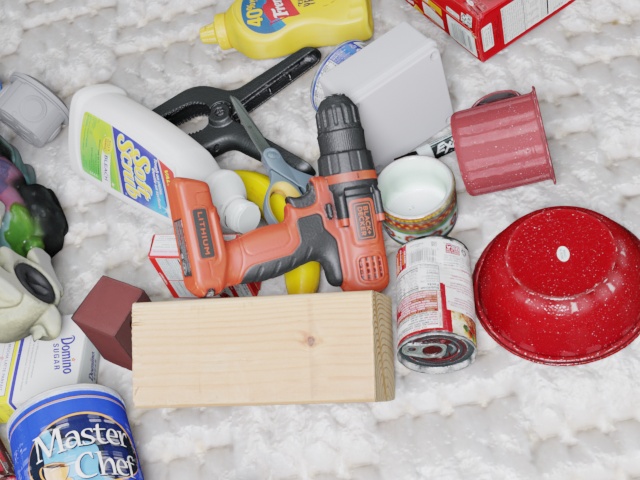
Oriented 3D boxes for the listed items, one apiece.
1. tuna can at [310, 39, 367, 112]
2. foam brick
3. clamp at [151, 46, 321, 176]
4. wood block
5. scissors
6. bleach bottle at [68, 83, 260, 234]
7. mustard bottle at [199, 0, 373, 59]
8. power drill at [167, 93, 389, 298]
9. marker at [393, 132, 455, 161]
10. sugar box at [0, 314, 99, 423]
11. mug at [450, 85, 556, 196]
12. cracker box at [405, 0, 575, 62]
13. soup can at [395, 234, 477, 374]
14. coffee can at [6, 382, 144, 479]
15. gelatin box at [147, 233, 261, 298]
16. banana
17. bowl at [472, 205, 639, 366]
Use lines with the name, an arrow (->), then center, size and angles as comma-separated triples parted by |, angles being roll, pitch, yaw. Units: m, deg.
tuna can -> 0.032, -0.157, 1.078 | 0.086, 0.086, 0.034 | -43, 57, -15
foam brick -> -0.181, 0.078, 0.981 | 0.051, 0.078, 0.053 | 17, 62, 28
clamp -> -0.095, -0.118, 1.119 | 0.210, 0.036, 0.164 | -11, 57, 9
wood block -> -0.047, 0.094, 0.905 | 0.206, 0.090, 0.091 | -3, 82, 14
scissors -> -0.028, -0.074, 1.044 | 0.096, 0.016, 0.202 | 0, 47, -18
bleach bottle -> -0.151, -0.071, 1.046 | 0.067, 0.103, 0.251 | -15, 31, -43
mustard bottle -> -0.040, -0.245, 1.178 | 0.192, 0.058, 0.096 | -10, 53, 10
power drill -> -0.035, -0.031, 0.937 | 0.187, 0.057, 0.184 | -9, 87, -17
marker -> 0.125, -0.095, 1.049 | 0.121, 0.020, 0.020 | -25, 53, -2
sugar box -> -0.298, 0.124, 1.004 | 0.176, 0.048, 0.093 | -4, 53, 9
mug -> 0.168, -0.097, 0.996 | 0.081, 0.093, 0.117 | -13, 49, 13
cracker box -> 0.201, -0.308, 1.143 | 0.213, 0.072, 0.164 | -35, 54, -10
soup can -> 0.098, 0.055, 0.921 | 0.068, 0.068, 0.102 | -7, 54, 12
coffee can -> -0.197, 0.204, 0.881 | 0.103, 0.103, 0.140 | -24, 53, -1
gelatin box -> -0.107, 0.024, 0.999 | 0.089, 0.073, 0.030 | -1, 56, 16
banana -> -0.044, -0.013, 1.031 | 0.069, 0.037, 0.198 | -39, 54, -4
bowl -> 0.208, 0.025, 0.918 | 0.162, 0.055, 0.162 | -8, 55, 11
